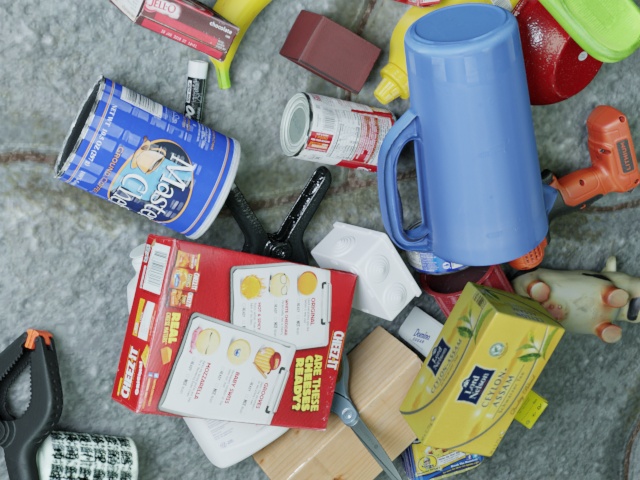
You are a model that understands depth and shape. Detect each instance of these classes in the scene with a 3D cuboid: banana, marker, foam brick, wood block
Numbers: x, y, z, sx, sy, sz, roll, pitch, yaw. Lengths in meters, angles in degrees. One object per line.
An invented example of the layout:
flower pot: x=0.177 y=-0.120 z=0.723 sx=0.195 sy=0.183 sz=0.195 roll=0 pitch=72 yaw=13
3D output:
banana: x=-0.049 y=-0.238 z=1.027 sx=0.198 sy=0.037 sz=0.069 roll=-46 pitch=138 yaw=-3
marker: x=-0.126 y=-0.115 z=1.040 sx=0.020 sy=0.020 sz=0.121 roll=1 pitch=108 yaw=-26
foam brick: x=0.009 y=-0.188 z=1.060 sx=0.078 sy=0.053 sz=0.051 roll=24 pitch=96 yaw=-31
wood block: x=0.033 y=0.207 z=1.190 sx=0.206 sy=0.090 sz=0.090 roll=-42 pitch=121 yaw=-7

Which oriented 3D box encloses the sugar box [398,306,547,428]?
sugar box: x=0.176 y=0.148 z=1.236 sx=0.176 sy=0.093 sz=0.048 roll=33 pitch=92 yaw=-30

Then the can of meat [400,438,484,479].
can of meat: x=0.140 y=0.232 z=1.262 sx=0.102 sy=0.057 sz=0.084 roll=-15 pitch=117 yaw=-6

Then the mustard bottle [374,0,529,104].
mustard bottle: x=0.129 y=-0.211 z=1.105 sx=0.191 sy=0.058 sz=0.096 roll=-44 pitch=130 yaw=-6

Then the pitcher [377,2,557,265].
pitcher: x=0.142 y=-0.101 z=1.060 sx=0.149 sy=0.145 sz=0.243 roll=-49 pitch=137 yaw=-42

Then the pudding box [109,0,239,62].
pudding box: x=-0.133 y=-0.203 z=0.951 sx=0.089 sy=0.114 sz=0.039 roll=21 pitch=101 yaw=-30

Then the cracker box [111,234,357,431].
cracker box: x=-0.081 y=0.092 z=1.043 sx=0.213 sy=0.072 sz=0.164 roll=12 pitch=90 yaw=-35

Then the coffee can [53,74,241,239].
coffee can: x=-0.158 y=-0.075 z=0.977 sx=0.140 sy=0.103 sz=0.103 roll=25 pitch=96 yaw=-20

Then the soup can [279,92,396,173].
soup can: x=0.018 y=-0.109 z=1.083 sx=0.102 sy=0.069 sz=0.068 roll=8 pitch=104 yaw=-27

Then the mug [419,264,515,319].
mug: x=0.172 y=0.061 z=1.194 sx=0.093 sy=0.117 sz=0.081 roll=-29 pitch=125 yaw=7

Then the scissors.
scissors: x=0.012 y=0.189 z=1.130 sx=0.096 sy=0.202 sz=0.016 roll=-29 pitch=146 yaw=11

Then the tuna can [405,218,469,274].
tuna can: x=0.134 y=0.003 z=1.169 sx=0.086 sy=0.086 sz=0.034 roll=-22 pitch=117 yaw=-17

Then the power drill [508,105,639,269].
power drill: x=0.268 y=-0.080 z=1.222 sx=0.187 sy=0.057 sz=0.184 roll=-29 pitch=122 yaw=-11

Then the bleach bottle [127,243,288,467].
bleach bottle: x=-0.122 y=0.109 z=1.098 sx=0.102 sy=0.068 sz=0.251 roll=-31 pitch=116 yaw=-16

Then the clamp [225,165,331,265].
clamp: x=-0.057 y=0.001 z=1.104 sx=0.120 sy=0.039 sz=0.171 roll=5 pitch=106 yaw=-20

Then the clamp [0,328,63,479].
clamp: x=-0.311 y=0.185 z=1.021 sx=0.036 sy=0.165 sz=0.210 roll=29 pitch=72 yaw=-72

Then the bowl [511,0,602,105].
bowl: x=0.258 y=-0.205 z=1.140 sx=0.161 sy=0.055 sz=0.162 roll=-28 pitch=137 yaw=-29
